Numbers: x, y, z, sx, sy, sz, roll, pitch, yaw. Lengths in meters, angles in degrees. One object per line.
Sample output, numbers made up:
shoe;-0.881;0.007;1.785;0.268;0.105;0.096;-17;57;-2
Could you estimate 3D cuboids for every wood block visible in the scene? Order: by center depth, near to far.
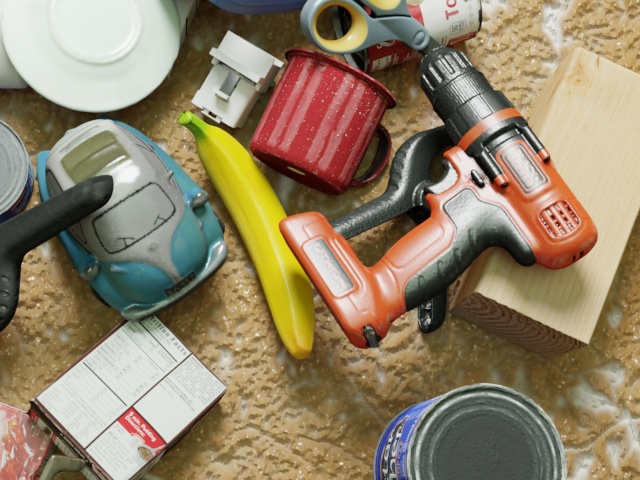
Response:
wood block;0.183;-0.026;0.807;0.091;0.090;0.206;24;76;0

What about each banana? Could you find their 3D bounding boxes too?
banana;-0.048;-0.006;0.794;0.037;0.069;0.198;-30;87;30

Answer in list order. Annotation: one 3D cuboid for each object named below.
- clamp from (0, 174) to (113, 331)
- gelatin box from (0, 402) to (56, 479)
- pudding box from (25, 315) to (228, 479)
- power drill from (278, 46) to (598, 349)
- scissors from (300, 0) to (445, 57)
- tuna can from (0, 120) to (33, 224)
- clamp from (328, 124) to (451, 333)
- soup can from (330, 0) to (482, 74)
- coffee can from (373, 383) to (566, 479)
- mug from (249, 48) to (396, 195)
clamp;-0.240;-0.009;0.738;0.165;0.036;0.210;44;115;21
gelatin box;-0.234;0.160;0.754;0.073;0.030;0.089;20;76;-1
pudding box;-0.135;0.113;0.756;0.090;0.039;0.113;45;57;6
power drill;0.068;-0.027;0.737;0.187;0.057;0.184;-32;68;-1
scissors;0.054;-0.143;0.795;0.096;0.201;0.016;-45;44;-4
tuna can;-0.259;-0.049;0.797;0.086;0.034;0.086;1;77;-5
clamp;0.084;-0.017;0.819;0.120;0.039;0.171;47;72;-18
soup can;0.068;-0.177;0.841;0.102;0.068;0.068;-20;80;-11
coffee can;0.097;0.155;0.730;0.102;0.140;0.103;1;77;-6
mug;0.007;-0.082;0.809;0.117;0.093;0.081;30;83;-38
